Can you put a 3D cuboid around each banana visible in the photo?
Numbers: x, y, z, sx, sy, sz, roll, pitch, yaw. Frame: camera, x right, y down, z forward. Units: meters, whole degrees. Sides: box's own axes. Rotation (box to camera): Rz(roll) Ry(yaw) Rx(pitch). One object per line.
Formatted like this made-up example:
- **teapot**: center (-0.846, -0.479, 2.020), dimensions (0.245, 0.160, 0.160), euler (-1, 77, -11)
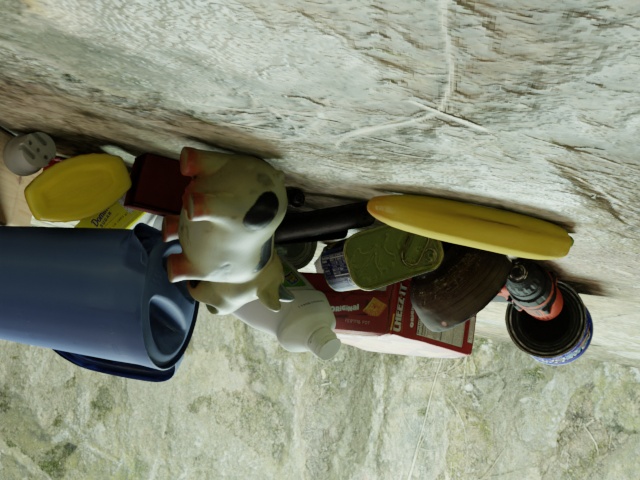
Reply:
- **banana**: center (0.141, -0.010, 0.944), dimensions (0.197, 0.037, 0.070), euler (12, 173, -7)

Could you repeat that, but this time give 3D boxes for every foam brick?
- **foam brick**: center (-0.145, -0.049, 1.037), dimensions (0.078, 0.051, 0.053), euler (14, 174, -22)

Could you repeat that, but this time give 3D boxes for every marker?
- **marker**: center (-0.049, -0.041, 1.089), dimensions (0.020, 0.020, 0.121), euler (15, 173, -27)

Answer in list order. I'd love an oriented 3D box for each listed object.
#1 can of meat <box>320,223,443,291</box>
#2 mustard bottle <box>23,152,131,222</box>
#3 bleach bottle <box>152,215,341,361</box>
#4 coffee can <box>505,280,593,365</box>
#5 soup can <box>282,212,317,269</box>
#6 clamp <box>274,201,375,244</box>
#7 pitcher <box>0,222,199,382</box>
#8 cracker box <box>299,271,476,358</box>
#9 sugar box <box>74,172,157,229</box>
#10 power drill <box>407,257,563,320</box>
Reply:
- **can of meat**: center (0.058, 0.015, 1.066), dimensions (0.102, 0.057, 0.084), euler (-17, 180, -19)
- **mustard bottle**: center (-0.246, -0.053, 1.065), dimensions (0.096, 0.058, 0.192), euler (-23, -171, -14)
- **bleach bottle**: center (-0.074, 0.047, 1.138), dimensions (0.102, 0.068, 0.251), euler (-17, -138, -36)
- **coffee can**: center (0.304, 0.110, 1.408), dimensions (0.103, 0.103, 0.140), euler (9, 173, 19)
- **soup can**: center (-0.058, 0.002, 1.247), dimensions (0.068, 0.068, 0.102), euler (16, 171, -34)
- **clamp**: center (-0.050, -0.010, 1.080), dimensions (0.209, 0.036, 0.165), euler (-7, 175, -16)
- **pitcher**: center (-0.246, 0.055, 1.044), dimensions (0.243, 0.149, 0.145), euler (5, 174, 17)
- **cracker box**: center (0.062, 0.088, 1.237), dimensions (0.164, 0.072, 0.213), euler (1, 170, 33)
- **sugar box**: center (-0.216, -0.022, 1.208), dimensions (0.048, 0.093, 0.176), euler (46, 174, 2)
- **power drill**: center (0.190, 0.050, 1.288), dimensions (0.188, 0.057, 0.184), euler (10, 168, 25)
